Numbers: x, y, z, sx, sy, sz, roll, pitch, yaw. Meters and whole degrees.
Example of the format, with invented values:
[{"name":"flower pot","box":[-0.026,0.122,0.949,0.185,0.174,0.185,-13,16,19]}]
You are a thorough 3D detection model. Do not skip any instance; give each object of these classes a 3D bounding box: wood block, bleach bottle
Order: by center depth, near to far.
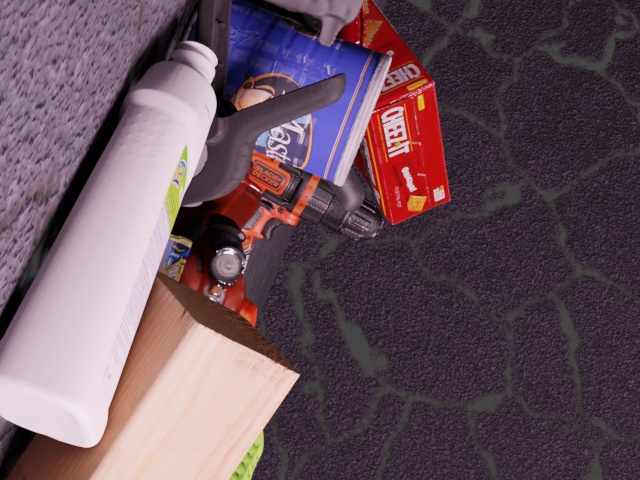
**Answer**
[{"name":"bleach bottle","box":[-0.118,-0.009,0.643,0.103,0.068,0.250,111,-2,-65]},{"name":"wood block","box":[-0.119,0.134,0.682,0.206,0.090,0.091,-56,-143,3]}]

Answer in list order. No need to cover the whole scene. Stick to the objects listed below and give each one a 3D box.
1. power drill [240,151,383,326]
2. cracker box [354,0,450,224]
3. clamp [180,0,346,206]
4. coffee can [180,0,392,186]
[{"name":"power drill","box":[-0.057,0.001,1.019,0.188,0.184,0.057,-60,-177,16]},{"name":"cracker box","box":[0.039,-0.144,1.003,0.164,0.072,0.214,72,-8,-53]},{"name":"clamp","box":[-0.074,-0.094,0.724,0.172,0.120,0.039,-42,168,25]},{"name":"coffee can","box":[-0.031,-0.113,0.787,0.103,0.140,0.103,25,87,-88]}]
